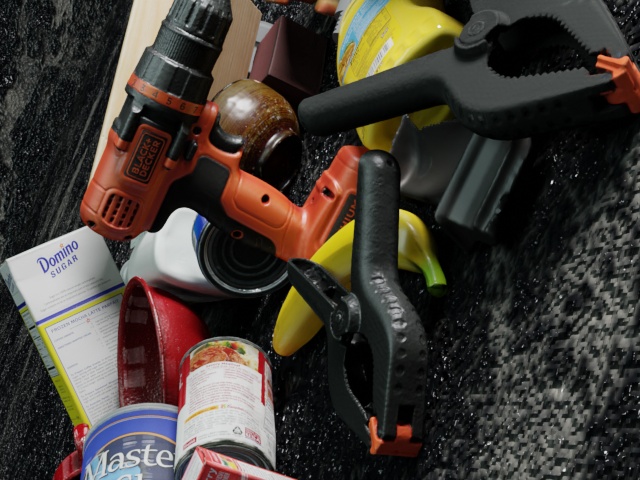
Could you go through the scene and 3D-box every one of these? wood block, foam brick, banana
[{"bbox_3d":[-0.128,-0.126,0.954,0.090,0.090,0.206,29,-107,-74],"label":"wood block"},{"bbox_3d":[-0.031,-0.155,0.979,0.051,0.053,0.078,-42,30,48],"label":"foam brick"},{"bbox_3d":[0.019,0.023,0.686,0.198,0.037,0.069,-31,38,57],"label":"banana"}]

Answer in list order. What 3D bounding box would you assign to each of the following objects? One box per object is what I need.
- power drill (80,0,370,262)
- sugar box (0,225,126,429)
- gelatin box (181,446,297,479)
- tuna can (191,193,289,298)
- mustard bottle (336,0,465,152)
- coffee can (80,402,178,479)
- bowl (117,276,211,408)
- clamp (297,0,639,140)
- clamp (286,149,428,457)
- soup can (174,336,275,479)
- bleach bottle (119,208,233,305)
[{"bbox_3d":[-0.049,-0.062,0.732,0.184,0.187,0.057,-63,19,14],"label":"power drill"},{"bbox_3d":[-0.213,0.083,0.979,0.176,0.093,0.048,64,151,2],"label":"sugar box"},{"bbox_3d":[-0.059,0.181,0.656,0.089,0.073,0.030,-65,21,3],"label":"gelatin box"},{"bbox_3d":[-0.055,0.001,0.824,0.086,0.086,0.034,-60,23,17],"label":"tuna can"},{"bbox_3d":[0.051,-0.134,0.746,0.096,0.058,0.191,-59,22,22],"label":"mustard bottle"},{"bbox_3d":[-0.122,0.200,0.749,0.103,0.102,0.140,-55,23,29],"label":"coffee can"},{"bbox_3d":[-0.124,0.109,0.877,0.162,0.055,0.162,178,90,-67],"label":"bowl"},{"bbox_3d":[0.082,-0.096,0.575,0.164,0.036,0.210,-47,37,-1],"label":"clamp"},{"bbox_3d":[0.028,0.035,0.598,0.171,0.039,0.120,-112,34,-41],"label":"clamp"},{"bbox_3d":[-0.066,0.126,0.741,0.069,0.068,0.102,-54,24,30],"label":"soup can"},{"bbox_3d":[-0.135,0.026,0.967,0.251,0.102,0.068,-19,59,64],"label":"bleach bottle"}]
